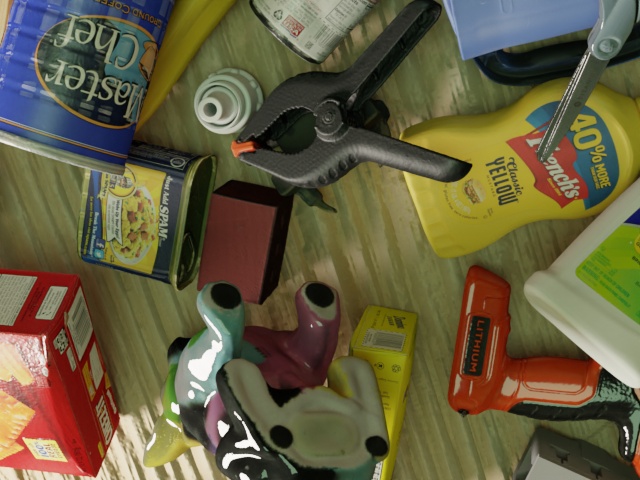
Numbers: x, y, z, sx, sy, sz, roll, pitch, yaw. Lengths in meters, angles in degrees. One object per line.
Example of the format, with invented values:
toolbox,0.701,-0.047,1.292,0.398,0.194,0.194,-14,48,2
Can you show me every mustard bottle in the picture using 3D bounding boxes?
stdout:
mustard bottle,0.156,-0.058,0.725,0.192,0.058,0.096,-17,107,15

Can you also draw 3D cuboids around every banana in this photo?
banana,-0.090,-0.154,0.748,0.037,0.069,0.198,34,123,-19

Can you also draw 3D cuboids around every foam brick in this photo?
foam brick,-0.055,0.001,0.786,0.051,0.053,0.078,13,107,8

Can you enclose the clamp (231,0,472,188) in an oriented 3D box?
clamp,0.021,-0.072,0.707,0.172,0.039,0.120,-25,68,29

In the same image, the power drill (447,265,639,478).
power drill,0.190,0.070,0.747,0.188,0.057,0.184,11,95,11

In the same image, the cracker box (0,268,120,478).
cracker box,-0.276,0.099,0.816,0.214,0.072,0.164,4,132,10

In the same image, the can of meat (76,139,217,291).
can of meat,-0.130,-0.023,0.795,0.084,0.057,0.102,14,106,10

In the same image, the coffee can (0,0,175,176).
coffee can,-0.161,-0.125,0.713,0.103,0.102,0.140,18,93,7

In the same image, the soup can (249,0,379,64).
soup can,0.009,-0.178,0.720,0.068,0.068,0.102,44,108,-1

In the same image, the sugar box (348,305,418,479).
sugar box,0.036,0.146,0.783,0.048,0.093,0.176,8,106,9
